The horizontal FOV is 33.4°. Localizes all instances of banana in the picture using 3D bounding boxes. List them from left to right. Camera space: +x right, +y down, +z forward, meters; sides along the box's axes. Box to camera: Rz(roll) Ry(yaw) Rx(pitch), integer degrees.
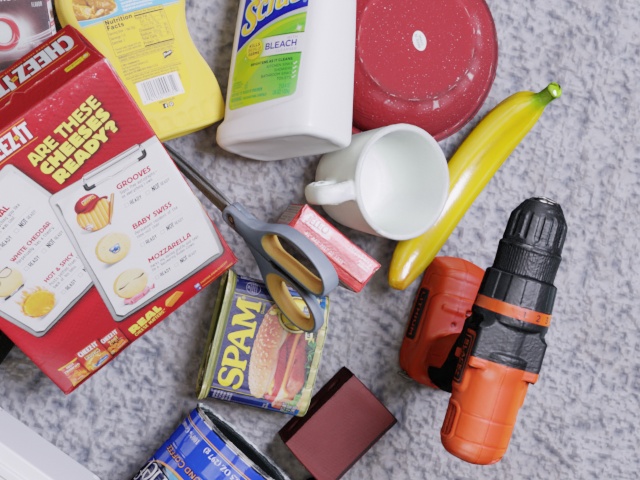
[{"bbox_3d":[0.112,-0.047,0.837,0.037,0.069,0.198,37,96,2],"label":"banana"}]

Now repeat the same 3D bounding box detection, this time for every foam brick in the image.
[{"bbox_3d":[0.012,0.146,0.838,0.078,0.053,0.051,-45,97,-5],"label":"foam brick"}]

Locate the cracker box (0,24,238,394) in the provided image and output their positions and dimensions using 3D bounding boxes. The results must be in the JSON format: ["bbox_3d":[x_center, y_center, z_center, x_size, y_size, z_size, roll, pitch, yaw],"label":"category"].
[{"bbox_3d":[-0.174,-0.015,0.738,0.164,0.072,0.213,-38,136,-9],"label":"cracker box"}]

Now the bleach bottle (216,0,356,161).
[{"bbox_3d":[-0.021,-0.192,0.806,0.068,0.103,0.251,15,74,-51],"label":"bleach bottle"}]

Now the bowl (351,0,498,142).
[{"bbox_3d":[0.069,-0.153,0.834,0.162,0.055,0.162,0,92,-8],"label":"bowl"}]

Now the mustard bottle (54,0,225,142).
[{"bbox_3d":[-0.146,-0.167,0.801,0.096,0.058,0.191,-20,94,-19],"label":"mustard bottle"}]

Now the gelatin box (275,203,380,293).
[{"bbox_3d":[0.003,0.004,0.813,0.073,0.089,0.030,39,86,-7],"label":"gelatin box"}]

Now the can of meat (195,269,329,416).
[{"bbox_3d":[-0.044,0.080,0.827,0.084,0.057,0.102,14,90,-10],"label":"can of meat"}]

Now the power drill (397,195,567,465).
[{"bbox_3d":[0.115,0.055,0.781,0.057,0.188,0.184,18,91,-7],"label":"power drill"}]

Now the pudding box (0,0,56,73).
[{"bbox_3d":[-0.251,-0.140,0.789,0.113,0.039,0.090,-8,111,-8],"label":"pudding box"}]

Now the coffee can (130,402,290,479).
[{"bbox_3d":[-0.101,0.208,0.800,0.103,0.103,0.140,42,86,-7],"label":"coffee can"}]

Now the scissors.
[{"bbox_3d":[-0.055,0.001,0.798,0.016,0.202,0.096,-30,132,-28],"label":"scissors"}]
